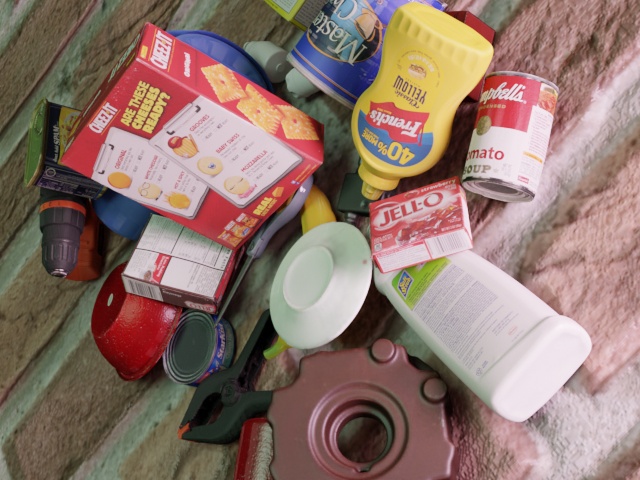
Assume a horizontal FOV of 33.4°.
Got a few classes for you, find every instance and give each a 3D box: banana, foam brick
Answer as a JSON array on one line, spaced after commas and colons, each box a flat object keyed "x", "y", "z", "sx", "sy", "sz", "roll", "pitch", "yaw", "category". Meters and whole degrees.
[{"x": -0.012, "y": 0.026, "z": 1.088, "sx": 0.070, "sy": 0.037, "sz": 0.197, "roll": 0, "pitch": 64, "yaw": 30, "category": "banana"}, {"x": 0.129, "y": -0.178, "z": 1.039, "sx": 0.053, "sy": 0.051, "sz": 0.078, "roll": 8, "pitch": 79, "yaw": 43, "category": "foam brick"}]

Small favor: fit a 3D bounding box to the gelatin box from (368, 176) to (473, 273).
[{"x": 0.088, "y": -0.014, "z": 0.960, "sx": 0.089, "sy": 0.030, "sz": 0.073, "roll": -17, "pitch": 39, "yaw": 15, "category": "gelatin box"}]

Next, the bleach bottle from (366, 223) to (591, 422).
[{"x": 0.121, "y": 0.046, "z": 0.951, "sx": 0.102, "sy": 0.068, "sz": 0.251, "roll": -49, "pitch": 44, "yaw": 7, "category": "bleach bottle"}]

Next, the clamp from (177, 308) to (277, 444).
[{"x": -0.084, "y": 0.150, "z": 1.118, "sx": 0.172, "sy": 0.039, "sz": 0.120, "roll": -31, "pitch": 48, "yaw": 23, "category": "clamp"}]

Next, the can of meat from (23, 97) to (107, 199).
[{"x": -0.281, "y": -0.101, "z": 1.199, "sx": 0.058, "sy": 0.083, "sz": 0.102, "roll": -41, "pitch": 44, "yaw": 48, "category": "can of meat"}]

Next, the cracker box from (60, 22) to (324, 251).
[{"x": -0.128, "y": -0.100, "z": 1.084, "sx": 0.164, "sy": 0.213, "sz": 0.072, "roll": -43, "pitch": 29, "yaw": 36, "category": "cracker box"}]

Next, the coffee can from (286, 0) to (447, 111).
[{"x": 0.047, "y": -0.214, "z": 1.093, "sx": 0.140, "sy": 0.102, "sz": 0.103, "roll": -53, "pitch": 46, "yaw": 14, "category": "coffee can"}]

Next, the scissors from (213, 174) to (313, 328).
[{"x": -0.057, "y": 0.001, "z": 1.122, "sx": 0.096, "sy": 0.016, "sz": 0.201, "roll": -7, "pitch": 58, "yaw": 65, "category": "scissors"}]

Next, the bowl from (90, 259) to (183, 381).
[{"x": -0.219, "y": 0.078, "z": 1.232, "sx": 0.162, "sy": 0.055, "sz": 0.162, "roll": -38, "pitch": 39, "yaw": 39, "category": "bowl"}]

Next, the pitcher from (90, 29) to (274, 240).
[{"x": -0.159, "y": -0.103, "z": 1.212, "sx": 0.243, "sy": 0.144, "sz": 0.149, "roll": -50, "pitch": 41, "yaw": 36, "category": "pitcher"}]

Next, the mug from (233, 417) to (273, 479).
[{"x": -0.033, "y": 0.214, "z": 1.005, "sx": 0.117, "sy": 0.093, "sz": 0.081, "roll": -24, "pitch": 52, "yaw": 53, "category": "mug"}]

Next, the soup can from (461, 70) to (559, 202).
[{"x": 0.169, "y": -0.092, "z": 0.956, "sx": 0.069, "sy": 0.068, "sz": 0.102, "roll": 6, "pitch": 79, "yaw": 44, "category": "soup can"}]

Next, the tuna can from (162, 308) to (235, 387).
[{"x": -0.134, "y": 0.120, "z": 1.178, "sx": 0.086, "sy": 0.033, "sz": 0.086, "roll": -18, "pitch": 62, "yaw": 37, "category": "tuna can"}]

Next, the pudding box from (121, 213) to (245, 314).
[{"x": -0.150, "y": 0.025, "z": 1.176, "sx": 0.113, "sy": 0.039, "sz": 0.090, "roll": 14, "pitch": 57, "yaw": 11, "category": "pudding box"}]

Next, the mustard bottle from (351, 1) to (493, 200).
[{"x": 0.081, "y": -0.118, "z": 1.002, "sx": 0.096, "sy": 0.058, "sz": 0.192, "roll": 32, "pitch": 124, "yaw": 14, "category": "mustard bottle"}]

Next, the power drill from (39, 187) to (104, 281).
[{"x": -0.301, "y": -0.018, "z": 1.295, "sx": 0.188, "sy": 0.057, "sz": 0.184, "roll": 104, "pitch": 167, "yaw": -66, "category": "power drill"}]
